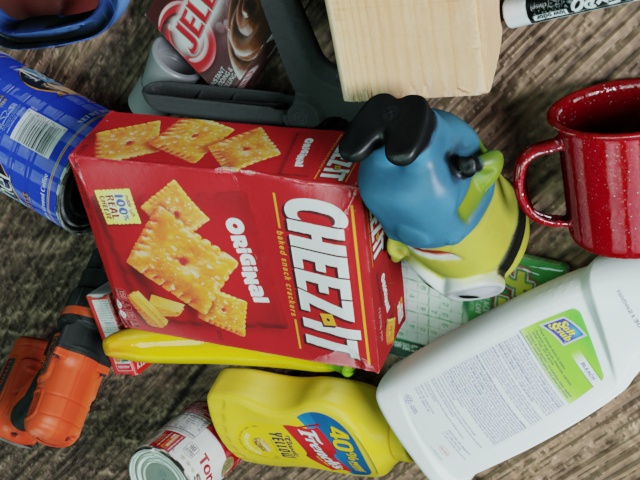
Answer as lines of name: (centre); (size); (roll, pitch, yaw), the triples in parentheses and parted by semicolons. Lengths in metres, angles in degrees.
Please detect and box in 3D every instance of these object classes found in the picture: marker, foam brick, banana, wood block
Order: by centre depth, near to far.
wood block: (0.047, -0.191, 0.601); (0.091, 0.090, 0.206); (0, 126, 16)
marker: (0.166, -0.146, 0.629); (0.121, 0.020, 0.020); (-5, 109, 35)
foam brick: (-0.215, -0.193, 0.834); (0.078, 0.052, 0.051); (27, 125, 18)
banana: (-0.069, 0.082, 0.845); (0.198, 0.069, 0.037); (3, 87, 5)

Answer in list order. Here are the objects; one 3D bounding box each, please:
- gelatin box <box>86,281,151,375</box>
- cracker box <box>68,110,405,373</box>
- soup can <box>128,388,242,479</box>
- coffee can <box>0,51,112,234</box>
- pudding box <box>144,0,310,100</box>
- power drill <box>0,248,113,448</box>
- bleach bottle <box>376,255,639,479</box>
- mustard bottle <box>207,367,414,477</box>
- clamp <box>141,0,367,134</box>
gelatin box: (-0.145, 0.059, 0.889); (0.030, 0.089, 0.073); (-4, 111, 35)
cracker box: (-0.055, 0.001, 0.756); (0.214, 0.072, 0.164); (8, 130, 21)
soup can: (-0.107, 0.180, 0.915); (0.069, 0.102, 0.068); (14, 119, 27)
coffee can: (-0.230, -0.081, 0.867); (0.140, 0.102, 0.103); (28, 125, 19)
pudding box: (-0.064, -0.169, 0.755); (0.090, 0.039, 0.114); (47, 129, 5)
power drill: (-0.232, 0.102, 0.944); (0.057, 0.184, 0.188); (28, 150, -19)
bleach bottle: (0.155, 0.081, 0.702); (0.251, 0.068, 0.102); (-33, 95, 39)
mustard bottle: (0.008, 0.147, 0.848); (0.192, 0.058, 0.096); (0, 132, 32)
clamp: (-0.017, -0.090, 0.736); (0.210, 0.036, 0.165); (42, 132, -11)
